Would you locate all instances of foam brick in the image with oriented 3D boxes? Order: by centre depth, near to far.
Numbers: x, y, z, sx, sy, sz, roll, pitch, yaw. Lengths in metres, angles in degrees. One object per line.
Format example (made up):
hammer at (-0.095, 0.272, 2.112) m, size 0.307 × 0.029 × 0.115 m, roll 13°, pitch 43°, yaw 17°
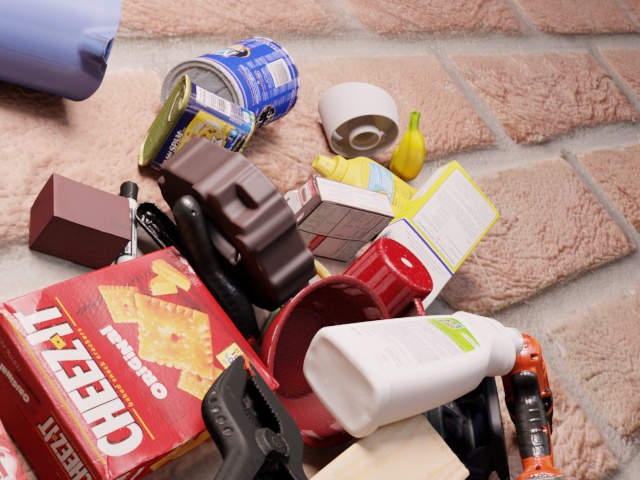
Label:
foam brick at (-0.216, -0.015, 0.957) m, size 0.078 × 0.051 × 0.053 m, roll 21°, pitch 41°, yaw -32°

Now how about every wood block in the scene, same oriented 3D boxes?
wood block at (0.032, 0.231, 0.925) m, size 0.090 × 0.091 × 0.205 m, roll 51°, pitch 34°, yaw 10°

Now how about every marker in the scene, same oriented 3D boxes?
marker at (-0.184, -0.013, 1.019) m, size 0.020 × 0.020 × 0.121 m, roll 24°, pitch 39°, yaw -30°

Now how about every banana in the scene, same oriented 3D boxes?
banana at (0.112, -0.107, 1.363) m, size 0.037 × 0.198 × 0.069 m, roll 16°, pitch 82°, yaw 0°

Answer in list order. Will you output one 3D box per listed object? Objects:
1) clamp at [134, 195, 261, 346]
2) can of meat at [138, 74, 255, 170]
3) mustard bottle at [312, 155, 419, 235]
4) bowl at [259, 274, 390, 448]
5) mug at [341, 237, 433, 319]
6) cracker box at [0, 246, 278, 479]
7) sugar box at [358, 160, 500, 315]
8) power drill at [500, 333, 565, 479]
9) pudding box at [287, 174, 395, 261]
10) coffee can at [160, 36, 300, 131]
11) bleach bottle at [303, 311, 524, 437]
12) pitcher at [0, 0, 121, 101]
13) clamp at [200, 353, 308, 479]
clamp at (-0.104, 0.028, 0.979) m, size 0.039 × 0.120 × 0.171 m, roll -39°, pitch 98°, yaw -18°
can of meat at (-0.127, -0.107, 1.101) m, size 0.083 × 0.102 × 0.057 m, roll 25°, pitch 29°, yaw -23°
mustard bottle at (0.071, -0.049, 1.301) m, size 0.191 × 0.058 × 0.096 m, roll 31°, pitch 41°, yaw -21°
bowl at (-0.004, 0.111, 1.007) m, size 0.161 × 0.055 × 0.162 m, roll -4°, pitch 95°, yaw -42°
mug at (0.072, 0.059, 1.146) m, size 0.093 × 0.082 × 0.117 m, roll 18°, pitch 33°, yaw -47°
cracker box at (-0.157, 0.104, 0.873) m, size 0.164 × 0.072 × 0.213 m, roll 52°, pitch 34°, yaw 12°
sugar box at (0.129, -0.003, 1.256) m, size 0.093 × 0.048 × 0.176 m, roll 49°, pitch 62°, yaw -9°
power drill at (0.226, 0.218, 1.124) m, size 0.184 × 0.057 × 0.187 m, roll 67°, pitch 15°, yaw -44°
pudding box at (0.012, -0.023, 1.179) m, size 0.113 × 0.090 × 0.039 m, roll 11°, pitch 47°, yaw -40°
coffee can at (-0.099, -0.167, 1.202) m, size 0.103 × 0.103 × 0.140 m, roll 47°, pitch 33°, yaw 3°
bleach bottle at (0.108, 0.114, 1.002) m, size 0.250 × 0.068 × 0.103 m, roll -4°, pitch 38°, yaw -41°
pitcher at (-0.325, -0.221, 1.005) m, size 0.242 × 0.149 × 0.145 m, roll 9°, pitch 62°, yaw -39°
clamp at (-0.036, 0.170, 0.801) m, size 0.164 × 0.036 × 0.210 m, roll 35°, pitch 19°, yaw -29°
